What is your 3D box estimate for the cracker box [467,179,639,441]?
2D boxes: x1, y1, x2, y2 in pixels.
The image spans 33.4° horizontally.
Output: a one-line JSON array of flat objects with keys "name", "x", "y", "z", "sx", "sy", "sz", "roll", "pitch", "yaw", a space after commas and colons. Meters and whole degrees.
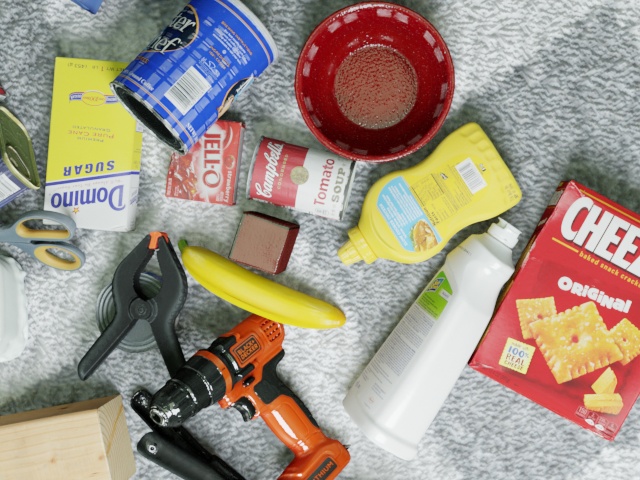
[{"name": "cracker box", "x": 0.268, "y": 0.069, "z": 1.073, "sx": 0.164, "sy": 0.072, "sz": 0.214, "roll": 28, "pitch": 93, "yaw": 3}]

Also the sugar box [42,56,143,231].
[{"name": "sugar box", "x": -0.237, "y": -0.100, "z": 1.125, "sx": 0.093, "sy": 0.048, "sz": 0.176, "roll": 5, "pitch": 91, "yaw": 5}]

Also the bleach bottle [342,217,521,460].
[{"name": "bleach bottle", "x": 0.123, "y": 0.090, "z": 1.072, "sx": 0.068, "sy": 0.103, "sz": 0.251, "roll": 32, "pitch": 95, "yaw": -26}]

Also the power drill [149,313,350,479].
[{"name": "power drill", "x": -0.065, "y": 0.183, "z": 1.068, "sx": 0.057, "sy": 0.184, "sz": 0.187, "roll": -27, "pitch": 98, "yaw": 47}]

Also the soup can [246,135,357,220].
[{"name": "soup can", "x": -0.019, "y": -0.063, "z": 1.096, "sx": 0.102, "sy": 0.068, "sz": 0.068, "roll": 14, "pitch": 93, "yaw": 3}]

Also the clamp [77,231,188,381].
[{"name": "clamp", "x": -0.189, "y": 0.076, "z": 1.095, "sx": 0.120, "sy": 0.039, "sz": 0.171, "roll": 1, "pitch": 86, "yaw": 0}]

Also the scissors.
[{"name": "scissors", "x": -0.334, "y": 0.003, "z": 1.145, "sx": 0.202, "sy": 0.016, "sz": 0.096, "roll": -6, "pitch": 135, "yaw": 29}]

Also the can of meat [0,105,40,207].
[{"name": "can of meat", "x": -0.348, "y": -0.077, "z": 1.113, "sx": 0.084, "sy": 0.057, "sz": 0.102, "roll": -30, "pitch": 51, "yaw": 8}]

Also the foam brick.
[{"name": "foam brick", "x": -0.057, "y": 0.001, "z": 1.097, "sx": 0.053, "sy": 0.078, "sz": 0.051, "roll": 18, "pitch": 94, "yaw": 6}]

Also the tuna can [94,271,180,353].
[{"name": "tuna can", "x": -0.193, "y": 0.075, "z": 1.133, "sx": 0.086, "sy": 0.033, "sz": 0.086, "roll": 0, "pitch": 92, "yaw": 5}]

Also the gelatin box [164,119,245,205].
[{"name": "gelatin box", "x": -0.121, "y": -0.085, "z": 1.122, "sx": 0.073, "sy": 0.030, "sz": 0.089, "roll": 8, "pitch": 93, "yaw": 5}]

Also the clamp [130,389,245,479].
[{"name": "clamp", "x": -0.114, "y": 0.239, "z": 1.082, "sx": 0.210, "sy": 0.164, "sz": 0.036, "roll": 43, "pitch": 88, "yaw": -7}]

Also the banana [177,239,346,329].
[{"name": "banana", "x": -0.066, "y": 0.048, "z": 1.101, "sx": 0.198, "sy": 0.069, "sz": 0.037, "roll": 27, "pitch": 116, "yaw": 3}]

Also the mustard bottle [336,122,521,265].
[{"name": "mustard bottle", "x": 0.101, "y": -0.032, "z": 1.090, "sx": 0.191, "sy": 0.058, "sz": 0.096, "roll": -32, "pitch": 88, "yaw": 5}]

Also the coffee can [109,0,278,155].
[{"name": "coffee can", "x": -0.126, "y": -0.170, "z": 1.067, "sx": 0.103, "sy": 0.103, "sz": 0.140, "roll": 41, "pitch": 79, "yaw": 2}]

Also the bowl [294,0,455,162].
[{"name": "bowl", "x": 0.056, "y": -0.159, "z": 1.091, "sx": 0.162, "sy": 0.055, "sz": 0.162, "roll": 0, "pitch": 92, "yaw": 5}]

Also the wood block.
[{"name": "wood block", "x": -0.312, "y": 0.229, "z": 1.121, "sx": 0.206, "sy": 0.091, "sz": 0.090, "roll": -11, "pitch": 91, "yaw": 6}]
